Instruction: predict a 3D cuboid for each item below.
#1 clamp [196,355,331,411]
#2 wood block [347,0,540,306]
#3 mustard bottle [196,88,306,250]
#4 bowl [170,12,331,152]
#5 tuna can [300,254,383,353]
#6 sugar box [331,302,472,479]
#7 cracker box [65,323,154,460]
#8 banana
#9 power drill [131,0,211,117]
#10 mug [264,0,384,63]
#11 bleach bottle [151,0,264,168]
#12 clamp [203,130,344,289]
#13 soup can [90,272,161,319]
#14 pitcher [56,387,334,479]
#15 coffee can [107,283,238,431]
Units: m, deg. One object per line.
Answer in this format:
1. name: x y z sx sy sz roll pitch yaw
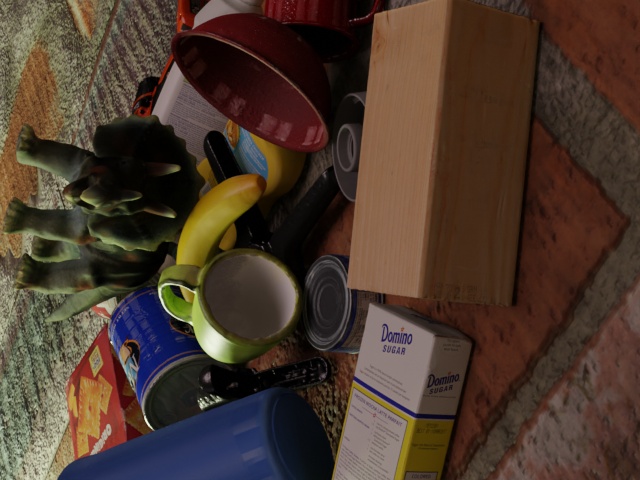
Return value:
1. clamp: -0.060 0.136 0.998 0.172 0.120 0.039 127 143 -72
2. wood block: 0.089 -0.060 0.776 0.091 0.090 0.206 3 87 58
3. mustard bottle: -0.063 -0.080 1.053 0.192 0.058 0.096 -51 57 41
4. bowl: -0.048 -0.146 0.927 0.162 0.162 0.055 4 58 59
5. tuna can: 0.017 0.055 0.925 0.086 0.033 0.086 -16 71 57
6. sugar box: 0.059 0.145 0.832 0.093 0.048 0.176 25 102 57
7. cracker box: -0.243 0.230 1.280 0.164 0.072 0.214 -49 46 44
8. banana: -0.100 0.002 1.007 0.037 0.069 0.198 -55 -13 -49
9. power drill: -0.169 -0.196 1.236 0.184 0.057 0.188 -105 37 -54
10. mug: 0.002 -0.215 0.957 0.117 0.093 0.081 -2 77 28
11. bleach bottle: -0.113 -0.156 1.129 0.251 0.102 0.068 -62 17 21
12. clamp: -0.057 0.001 1.011 0.165 0.036 0.210 26 120 34
13. soup can: -0.236 0.065 1.303 0.102 0.068 0.068 -2 83 58
14. pitcher: -0.109 0.216 0.962 0.243 0.144 0.149 -27 55 24
15. coffee can: -0.157 0.125 1.131 0.140 0.102 0.103 51 127 50
